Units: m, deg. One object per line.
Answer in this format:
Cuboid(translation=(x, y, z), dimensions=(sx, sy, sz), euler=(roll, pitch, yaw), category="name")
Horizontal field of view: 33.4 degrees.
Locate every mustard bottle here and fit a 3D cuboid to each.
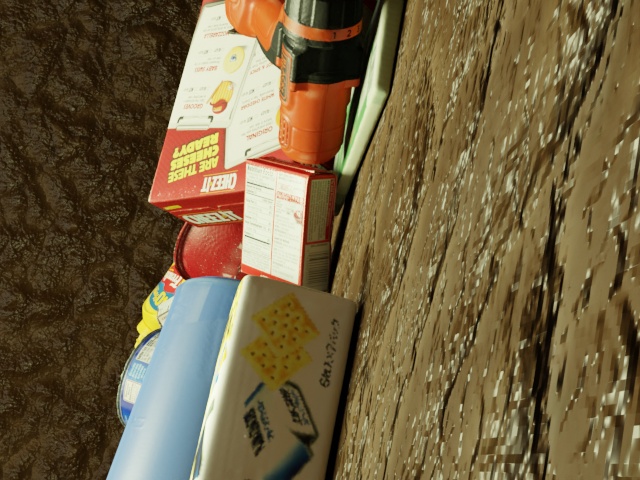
Cuboid(translation=(-0.151, 0.053, 1.226), dimensions=(0.192, 0.058, 0.096), euler=(-53, 29, 7), category="mustard bottle")

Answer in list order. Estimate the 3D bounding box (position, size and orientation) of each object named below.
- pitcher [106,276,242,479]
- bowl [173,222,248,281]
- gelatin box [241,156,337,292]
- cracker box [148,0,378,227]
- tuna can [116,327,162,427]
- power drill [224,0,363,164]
Cuboid(translation=(-0.075, 0.153, 0.746), dimensions=(0.145, 0.149, 0.242), euler=(70, -147, -68), category="pitcher")
Cuboid(translation=(-0.057, 0.001, 1.012), dimensions=(0.055, 0.161, 0.162), euler=(50, 144, 29), category="bowl")
Cuboid(translation=(-0.024, -0.012, 0.773), dimensions=(0.073, 0.030, 0.089), euler=(18, 108, 48), category="gelatin box")
Cuboid(translation=(-0.044, -0.124, 0.902), dimensions=(0.164, 0.072, 0.213), euler=(-5, 66, 40), category="cracker box")
Cuboid(translation=(-0.123, 0.115, 0.849), dimensions=(0.086, 0.034, 0.086), euler=(-44, -38, -49), category="tuna can")
Cuboid(translation=(-0.020, -0.173, 0.750), dimensions=(0.188, 0.057, 0.184), euler=(-114, 26, -50), category="power drill")
